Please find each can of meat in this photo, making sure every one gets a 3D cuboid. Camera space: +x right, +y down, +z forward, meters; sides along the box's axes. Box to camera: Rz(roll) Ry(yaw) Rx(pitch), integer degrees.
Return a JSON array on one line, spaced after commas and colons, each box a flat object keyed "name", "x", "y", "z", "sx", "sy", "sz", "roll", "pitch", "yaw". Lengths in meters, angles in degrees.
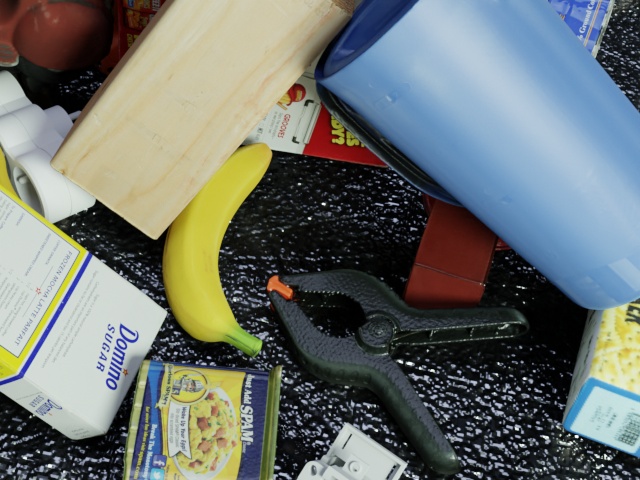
[{"name": "can of meat", "x": -0.068, "y": 0.120, "z": 0.620, "sx": 0.084, "sy": 0.057, "sz": 0.102, "roll": 5, "pitch": 48, "yaw": -3}]

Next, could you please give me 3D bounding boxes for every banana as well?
[{"name": "banana", "x": -0.072, "y": 0.000, "z": 0.741, "sx": 0.069, "sy": 0.037, "sz": 0.197, "roll": 13, "pitch": 47, "yaw": -13}]

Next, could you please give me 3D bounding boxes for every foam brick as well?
[{"name": "foam brick", "x": 0.092, "y": 0.014, "z": 0.743, "sx": 0.051, "sy": 0.053, "sz": 0.078, "roll": 19, "pitch": 49, "yaw": 6}]

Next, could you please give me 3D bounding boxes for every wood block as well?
[{"name": "wood block", "x": -0.076, "y": -0.113, "z": 0.696, "sx": 0.090, "sy": 0.206, "sz": 0.090, "roll": 36, "pitch": 28, "yaw": -16}]

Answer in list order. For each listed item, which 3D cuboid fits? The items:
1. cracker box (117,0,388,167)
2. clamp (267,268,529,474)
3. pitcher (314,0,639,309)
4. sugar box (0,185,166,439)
[{"name": "cracker box", "x": -0.039, "y": -0.148, "z": 0.790, "sx": 0.213, "sy": 0.164, "sz": 0.072, "roll": 8, "pitch": 49, "yaw": -2}, {"name": "clamp", "x": 0.038, "y": 0.075, "z": 0.688, "sx": 0.171, "sy": 0.039, "sz": 0.120, "roll": 15, "pitch": 56, "yaw": 14}, {"name": "pitcher", "x": 0.117, "y": -0.068, "z": 0.665, "sx": 0.242, "sy": 0.145, "sz": 0.149, "roll": 43, "pitch": 9, "yaw": -17}, {"name": "sugar box", "x": -0.181, "y": 0.031, "z": 0.620, "sx": 0.176, "sy": 0.048, "sz": 0.093, "roll": 44, "pitch": 51, "yaw": -26}]
